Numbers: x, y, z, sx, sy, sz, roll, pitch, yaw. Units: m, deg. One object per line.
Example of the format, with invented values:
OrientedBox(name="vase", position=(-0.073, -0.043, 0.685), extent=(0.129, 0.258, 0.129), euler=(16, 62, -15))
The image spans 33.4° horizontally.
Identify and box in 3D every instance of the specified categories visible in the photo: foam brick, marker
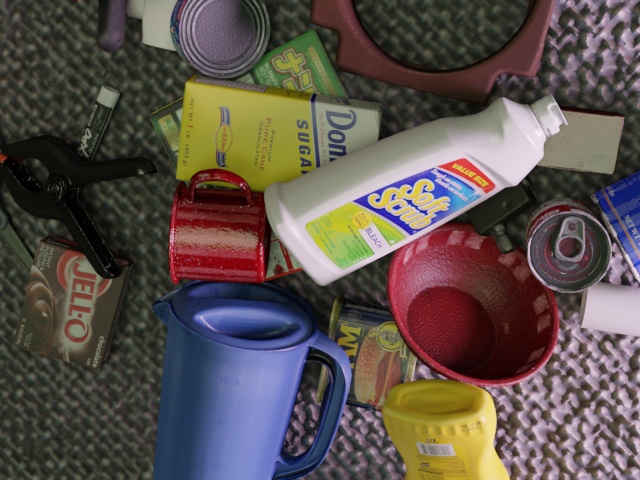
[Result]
OrientedBox(name="foam brick", position=(0.220, -0.089, 0.930), extent=(0.078, 0.051, 0.053), euler=(9, 102, 9))
OrientedBox(name="marker", position=(-0.223, -0.090, 1.026), extent=(0.020, 0.020, 0.121), euler=(26, 103, 5))

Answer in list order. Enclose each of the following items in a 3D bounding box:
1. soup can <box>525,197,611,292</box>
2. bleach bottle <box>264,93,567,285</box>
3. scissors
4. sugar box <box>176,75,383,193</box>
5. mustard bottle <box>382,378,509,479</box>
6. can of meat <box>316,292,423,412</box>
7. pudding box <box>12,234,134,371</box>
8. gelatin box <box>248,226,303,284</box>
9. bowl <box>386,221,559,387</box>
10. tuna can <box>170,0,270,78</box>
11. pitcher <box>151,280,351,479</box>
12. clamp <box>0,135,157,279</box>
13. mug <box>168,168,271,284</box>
OrientedBox(name="soup can", position=(0.212, 0.001, 0.920), extent=(0.068, 0.102, 0.068), euler=(2, 100, 10))
OrientedBox(name="bleach bottle", position=(0.084, -0.056, 0.899), extent=(0.251, 0.068, 0.102), euler=(-28, 129, 14))
OrientedBox(name="scissors", position=(-0.311, -0.040, 1.052), extent=(0.201, 0.016, 0.096), euler=(42, 99, -5))
OrientedBox(name="sugar box", position=(-0.037, -0.089, 0.962), extent=(0.176, 0.048, 0.093), euler=(9, 109, 4))
OrientedBox(name="mustard bottle", position=(0.122, 0.213, 0.972), extent=(0.096, 0.058, 0.191), euler=(-1, 126, 23))
OrientedBox(name="can of meat", position=(0.047, 0.108, 0.993), extent=(0.084, 0.057, 0.102), euler=(11, 102, 5))
OrientedBox(name="pudding box", position=(-0.240, 0.061, 1.041), extent=(0.090, 0.039, 0.113), euler=(17, 103, 1))
OrientedBox(name="gelatin box", position=(-0.056, 0.001, 1.006), extent=(0.089, 0.030, 0.073), euler=(-18, 95, 12))
OrientedBox(name="bowl", position=(0.126, 0.065, 0.945), extent=(0.162, 0.162, 0.055), euler=(33, 144, 3))
OrientedBox(name="tuna can", position=(-0.091, -0.190, 0.957), extent=(0.086, 0.034, 0.086), euler=(-8, 109, -23))
OrientedBox(name="pitcher", position=(-0.078, 0.167, 0.975), extent=(0.144, 0.149, 0.243), euler=(-5, 118, -33))
OrientedBox(name="clamp", position=(-0.231, -0.056, 1.000), extent=(0.171, 0.039, 0.120), euler=(35, 102, 12))
OrientedBox(name="mug", position=(-0.086, -0.014, 0.941), extent=(0.081, 0.093, 0.117), euler=(4, 127, 2))
